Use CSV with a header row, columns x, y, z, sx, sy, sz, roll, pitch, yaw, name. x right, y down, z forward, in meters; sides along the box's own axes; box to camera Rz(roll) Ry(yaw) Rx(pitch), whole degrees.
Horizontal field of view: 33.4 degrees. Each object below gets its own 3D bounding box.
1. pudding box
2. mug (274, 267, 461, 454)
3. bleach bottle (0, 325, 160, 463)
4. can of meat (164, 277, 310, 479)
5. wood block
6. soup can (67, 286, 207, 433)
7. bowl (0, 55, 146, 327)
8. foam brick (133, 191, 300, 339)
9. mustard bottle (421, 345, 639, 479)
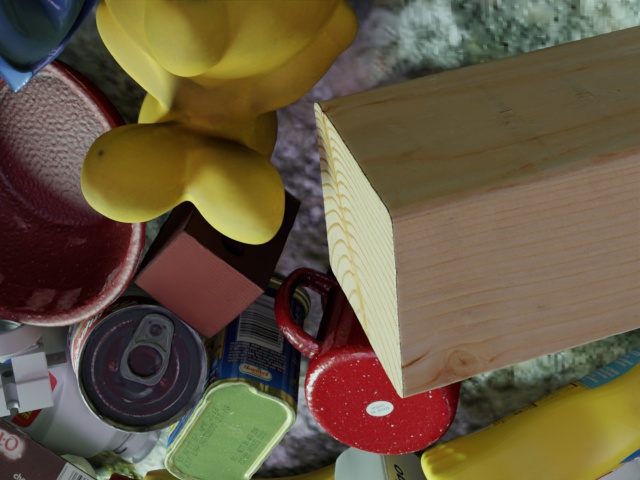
x,y,z,sx,sy,sz,roll,pitch,yaw,name
-0.193,0.144,0.666,0.113,0.039,0.090,44,152,-28,pudding box
0.028,0.056,0.582,0.117,0.081,0.093,31,129,-10,mug
-0.197,0.056,0.655,0.250,0.068,0.103,40,112,-22,bleach bottle
-0.049,0.082,0.617,0.057,0.084,0.102,21,130,-15,can of meat
0.111,-0.023,0.436,0.206,0.090,0.091,-15,129,-11,wood block
-0.106,0.064,0.601,0.068,0.102,0.068,-1,94,-16,soup can
-0.152,-0.037,0.562,0.162,0.055,0.162,9,119,18,bowl
-0.054,0.001,0.564,0.053,0.078,0.051,39,128,-16,foam brick
0.149,0.096,0.568,0.191,0.096,0.058,-28,76,1,mustard bottle
